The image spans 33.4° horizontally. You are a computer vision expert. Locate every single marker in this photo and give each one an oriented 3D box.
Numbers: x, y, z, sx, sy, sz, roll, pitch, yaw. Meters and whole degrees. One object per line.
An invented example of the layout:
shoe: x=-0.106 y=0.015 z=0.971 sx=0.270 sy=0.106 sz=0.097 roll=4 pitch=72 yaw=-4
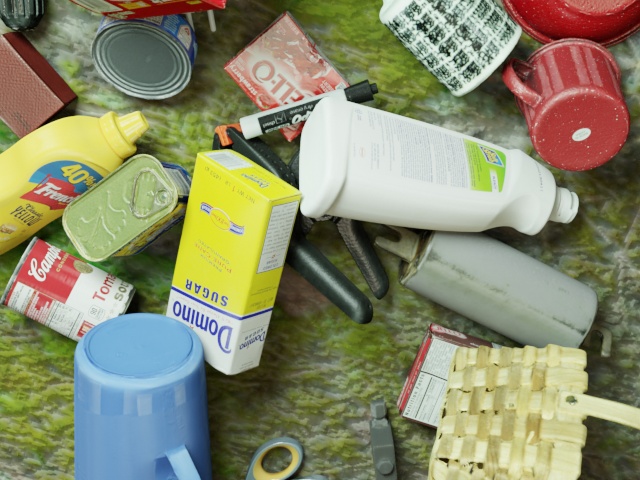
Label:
marker: x=-0.009 y=-0.113 z=0.914 sx=0.121 sy=0.020 sz=0.020 roll=-17 pitch=106 yaw=4

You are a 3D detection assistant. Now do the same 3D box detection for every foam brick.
foam brick: x=-0.259 y=-0.134 z=0.921 sx=0.053 sy=0.051 sz=0.078 roll=-38 pitch=103 yaw=11

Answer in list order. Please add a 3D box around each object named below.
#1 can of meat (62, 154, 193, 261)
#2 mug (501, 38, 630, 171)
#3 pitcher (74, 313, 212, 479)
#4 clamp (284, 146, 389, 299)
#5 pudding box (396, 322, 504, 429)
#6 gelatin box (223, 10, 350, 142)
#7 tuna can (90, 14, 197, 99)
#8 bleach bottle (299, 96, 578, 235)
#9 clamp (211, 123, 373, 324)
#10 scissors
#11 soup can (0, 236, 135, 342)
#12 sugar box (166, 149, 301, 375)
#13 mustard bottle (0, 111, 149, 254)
can of meat: x=-0.160 y=-0.027 z=0.930 sx=0.102 sy=0.084 sz=0.057 roll=-35 pitch=84 yaw=9
mug: x=0.204 y=-0.117 z=0.900 sx=0.117 sy=0.081 sz=0.093 roll=27 pitch=123 yaw=-15
pitcher: x=-0.151 y=0.195 z=0.942 sx=0.149 sy=0.145 sz=0.243 roll=7 pitch=120 yaw=7
clamp: x=0.015 y=-0.023 z=0.962 sx=0.120 sy=0.039 sz=0.171 roll=11 pitch=110 yaw=-3
pudding box: x=0.139 y=0.139 z=1.013 sx=0.113 sy=0.039 sz=0.090 roll=19 pitch=107 yaw=-4
gelatin box: x=-0.028 y=-0.142 z=0.931 sx=0.073 sy=0.030 sz=0.089 roll=-39 pitch=103 yaw=10
tuna can: x=-0.148 y=-0.161 z=0.901 sx=0.086 sy=0.033 sz=0.086 roll=6 pitch=142 yaw=5
bleach bottle: x=0.109 y=-0.047 z=0.913 sx=0.250 sy=0.102 sz=0.068 roll=12 pitch=146 yaw=-19
clamp: x=-0.056 y=0.001 z=0.949 sx=0.165 sy=0.036 sz=0.210 roll=-26 pitch=85 yaw=34
scissors: x=-0.090 y=0.251 z=1.055 sx=0.202 sy=0.016 sz=0.096 roll=-12 pitch=105 yaw=3
soup can: x=-0.227 y=0.049 z=0.966 sx=0.102 sy=0.068 sz=0.068 roll=27 pitch=104 yaw=-9
sugar box: x=-0.079 y=0.020 z=0.915 sx=0.093 sy=0.048 sz=0.176 roll=34 pitch=120 yaw=34
mustard bottle: x=-0.233 y=-0.057 z=0.924 sx=0.192 sy=0.096 sz=0.058 roll=-30 pitch=63 yaw=7
